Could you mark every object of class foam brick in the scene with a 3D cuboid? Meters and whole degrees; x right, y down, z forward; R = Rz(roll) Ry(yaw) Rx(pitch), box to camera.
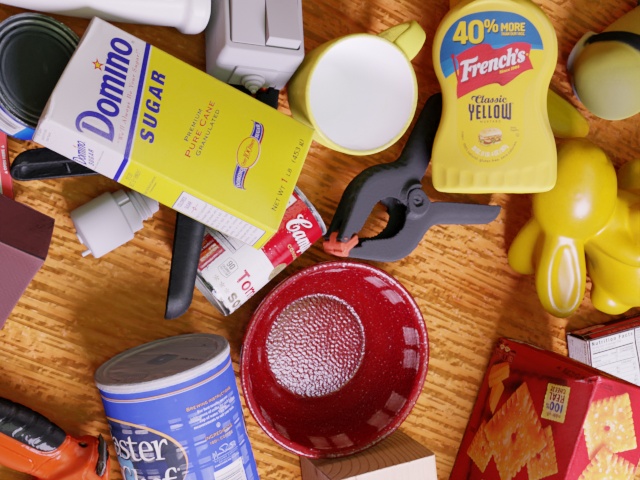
[{"bbox_3d":[-0.230,0.014,0.755,0.053,0.051,0.078,27,123,-21],"label":"foam brick"}]

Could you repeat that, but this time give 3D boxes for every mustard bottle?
[{"bbox_3d":[0.136,-0.133,0.834,0.096,0.058,0.191,1,92,17],"label":"mustard bottle"}]

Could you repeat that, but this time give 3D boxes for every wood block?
[{"bbox_3d":[0.047,0.272,0.889,0.090,0.090,0.206,-10,100,-18],"label":"wood block"}]

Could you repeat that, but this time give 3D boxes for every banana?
[{"bbox_3d":[0.160,-0.154,0.897,0.069,0.037,0.197,-37,108,-9],"label":"banana"}]

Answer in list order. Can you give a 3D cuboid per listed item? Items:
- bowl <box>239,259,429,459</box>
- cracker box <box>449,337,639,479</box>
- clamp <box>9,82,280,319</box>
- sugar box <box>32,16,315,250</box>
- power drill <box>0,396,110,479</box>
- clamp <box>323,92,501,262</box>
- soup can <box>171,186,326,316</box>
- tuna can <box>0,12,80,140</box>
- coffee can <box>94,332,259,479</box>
[{"bbox_3d":[0.005,0.092,0.866,0.162,0.055,0.162,-3,98,-19],"label":"bowl"},{"bbox_3d":[0.175,0.200,0.885,0.072,0.164,0.214,19,91,-20],"label":"cracker box"},{"bbox_3d":[-0.111,-0.064,0.792,0.164,0.036,0.209,36,64,2],"label":"clamp"},{"bbox_3d":[-0.100,-0.074,0.747,0.176,0.048,0.093,27,62,-14],"label":"sugar box"},{"bbox_3d":[-0.262,0.157,0.769,0.184,0.057,0.187,-45,115,11],"label":"power drill"},{"bbox_3d":[0.070,-0.045,0.869,0.171,0.039,0.120,-26,98,-32],"label":"clamp"},{"bbox_3d":[-0.055,0.001,0.825,0.102,0.069,0.068,-41,108,-11],"label":"soup can"},{"bbox_3d":[-0.204,-0.115,0.756,0.085,0.034,0.086,12,72,-40],"label":"tuna can"},{"bbox_3d":[-0.104,0.153,0.811,0.102,0.103,0.140,-16,103,-17],"label":"coffee can"}]
